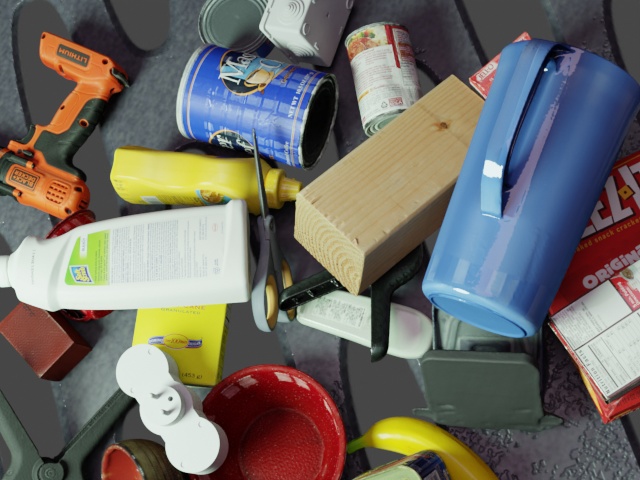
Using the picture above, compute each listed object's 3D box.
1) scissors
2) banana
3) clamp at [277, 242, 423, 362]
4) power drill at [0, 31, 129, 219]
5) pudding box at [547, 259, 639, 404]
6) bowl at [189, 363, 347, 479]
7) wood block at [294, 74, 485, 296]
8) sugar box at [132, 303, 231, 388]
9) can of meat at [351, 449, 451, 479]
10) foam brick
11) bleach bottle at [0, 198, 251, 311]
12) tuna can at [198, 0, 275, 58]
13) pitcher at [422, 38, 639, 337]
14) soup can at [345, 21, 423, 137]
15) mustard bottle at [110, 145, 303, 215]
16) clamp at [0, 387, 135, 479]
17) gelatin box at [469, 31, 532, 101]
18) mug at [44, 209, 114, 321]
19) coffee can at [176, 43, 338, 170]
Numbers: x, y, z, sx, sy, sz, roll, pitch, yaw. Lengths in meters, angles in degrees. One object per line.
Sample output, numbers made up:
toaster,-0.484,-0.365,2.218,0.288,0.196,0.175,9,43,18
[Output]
scissors,-0.057,0.001,1.038,0.016,0.096,0.202,-3,119,19
banana,0.121,0.223,1.016,0.198,0.037,0.070,31,103,19
clamp,0.039,0.029,1.055,0.120,0.039,0.171,23,61,10
power drill,-0.311,-0.132,1.185,0.184,0.057,0.187,23,85,13
pudding box,0.272,0.077,0.940,0.113,0.039,0.090,-34,70,6
bowl,-0.046,0.205,1.041,0.162,0.055,0.162,-5,73,15
wood block,0.081,-0.054,1.027,0.205,0.090,0.091,-38,70,-21
sugar box,-0.137,0.060,1.096,0.093,0.048,0.176,5,77,4
can of meat,0.063,0.234,0.974,0.102,0.083,0.057,-25,82,21
foam brick,-0.290,0.103,1.125,0.053,0.051,0.078,-45,72,-2
bleach bottle,-0.195,0.017,1.041,0.251,0.068,0.102,-3,66,0
tuna can,-0.089,-0.235,1.173,0.086,0.033,0.086,-3,76,12
pitcher,0.176,-0.047,0.929,0.149,0.145,0.243,27,78,-17
soup can,0.068,-0.165,1.104,0.068,0.068,0.102,-13,74,9
mustard bottle,-0.112,-0.060,1.102,0.192,0.096,0.058,7,78,14
clamp,-0.283,0.224,1.073,0.164,0.036,0.210,15,84,-20
gelatin box,0.186,-0.160,1.065,0.073,0.089,0.030,-40,72,0
mug,-0.245,0.037,1.119,0.081,0.093,0.117,38,117,13
coffee can,-0.064,-0.139,1.108,0.140,0.102,0.103,16,80,15
